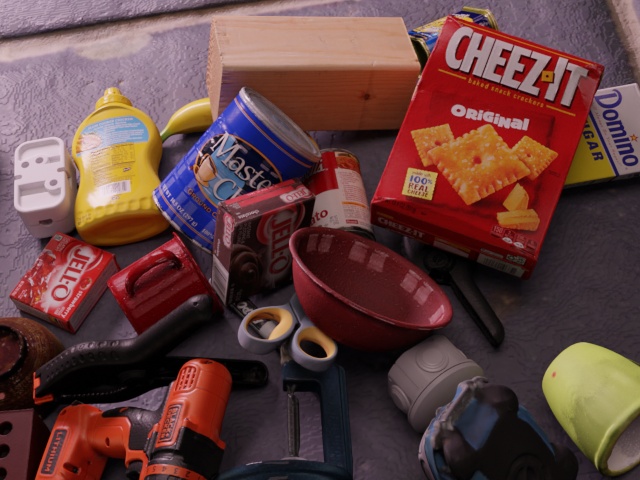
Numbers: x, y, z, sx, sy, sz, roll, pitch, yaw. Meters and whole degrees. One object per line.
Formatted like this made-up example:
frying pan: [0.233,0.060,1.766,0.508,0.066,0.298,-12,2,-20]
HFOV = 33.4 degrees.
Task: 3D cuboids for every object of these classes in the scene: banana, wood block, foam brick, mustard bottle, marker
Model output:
banana: [-0.083,-0.121,1.169,0.198,0.037,0.069,10,87,16]
wood block: [-0.011,-0.175,1.127,0.206,0.091,0.090,-2,48,-14]
foam brick: [-0.279,0.200,0.963,0.053,0.051,0.078,-6,56,3]
mustard bottle: [-0.217,-0.088,1.144,0.096,0.058,0.191,-13,57,2]
marker: [-0.065,0.074,1.043,0.020,0.020,0.121,-39,60,-18]

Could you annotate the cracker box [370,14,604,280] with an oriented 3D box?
cracker box: [0.160,-0.091,1.025,0.164,0.072,0.213,20,75,8]

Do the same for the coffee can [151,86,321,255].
coffee can: [-0.083,-0.066,1.055,0.140,0.102,0.103,-47,59,12]

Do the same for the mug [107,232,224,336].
mug: [-0.152,0.047,1.016,0.081,0.117,0.093,-32,67,-9]

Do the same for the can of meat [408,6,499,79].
can of meat: [0.142,-0.214,1.170,0.084,0.057,0.102,-22,19,-6]

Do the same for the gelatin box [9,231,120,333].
gelatin box: [-0.258,0.041,1.080,0.073,0.030,0.089,21,61,19]

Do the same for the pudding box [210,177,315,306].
pudding box: [-0.057,0.001,1.022,0.089,0.114,0.039,-19,53,-29]

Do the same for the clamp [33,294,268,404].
clamp: [-0.157,0.116,0.968,0.210,0.164,0.036,-18,56,15]

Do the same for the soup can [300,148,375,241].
soup can: [0.015,-0.032,1.076,0.068,0.068,0.102,-10,56,-1]

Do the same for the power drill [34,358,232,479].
power drill: [-0.162,0.196,0.897,0.188,0.057,0.184,-15,46,37]

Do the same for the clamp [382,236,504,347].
clamp: [0.126,0.033,1.039,0.120,0.039,0.171,10,64,8]

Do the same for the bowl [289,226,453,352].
bowl: [0.036,0.052,0.963,0.162,0.055,0.162,22,22,-10]

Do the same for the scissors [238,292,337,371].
scissors: [-0.005,0.069,0.981,0.096,0.016,0.201,29,26,17]
